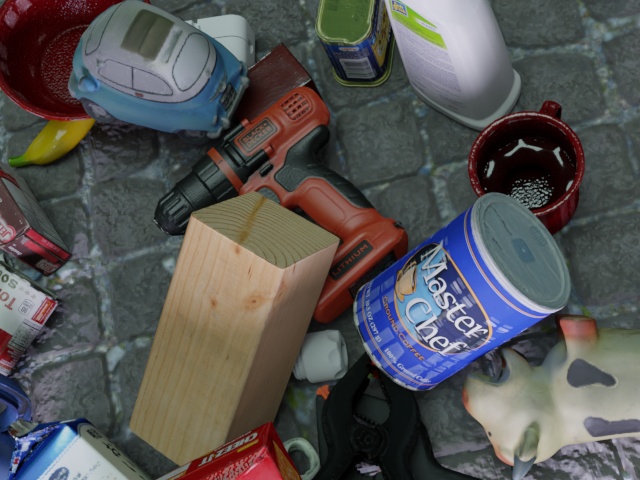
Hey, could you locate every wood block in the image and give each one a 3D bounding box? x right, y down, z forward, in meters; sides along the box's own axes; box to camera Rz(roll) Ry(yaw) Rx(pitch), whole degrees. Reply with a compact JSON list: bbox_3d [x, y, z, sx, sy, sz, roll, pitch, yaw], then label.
[{"bbox_3d":[-0.072,0.077,0.858,0.090,0.090,0.206,30,117,21],"label":"wood block"}]

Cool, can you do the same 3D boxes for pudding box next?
[{"bbox_3d":[-0.292,-0.028,1.008,0.039,0.090,0.113,-36,66,-1],"label":"pudding box"}]

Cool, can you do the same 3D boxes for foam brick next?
[{"bbox_3d":[-0.045,-0.133,0.998,0.078,0.053,0.051,-38,67,-1],"label":"foam brick"}]

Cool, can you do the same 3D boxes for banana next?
[{"bbox_3d":[-0.242,-0.151,1.065,0.070,0.037,0.197,25,80,19],"label":"banana"}]

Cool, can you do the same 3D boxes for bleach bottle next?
[{"bbox_3d":[0.102,-0.179,0.866,0.103,0.250,0.068,32,82,22],"label":"bleach bottle"}]

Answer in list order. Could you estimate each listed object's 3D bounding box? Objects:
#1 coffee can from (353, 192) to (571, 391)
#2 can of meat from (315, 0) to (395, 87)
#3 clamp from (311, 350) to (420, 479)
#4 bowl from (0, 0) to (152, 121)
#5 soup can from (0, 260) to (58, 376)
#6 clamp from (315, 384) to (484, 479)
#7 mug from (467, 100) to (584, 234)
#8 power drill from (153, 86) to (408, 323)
[{"bbox_3d":[0.109,0.042,0.838,0.141,0.102,0.103,-39,62,35],"label":"coffee can"},{"bbox_3d":[0.035,-0.205,0.984,0.057,0.084,0.102,5,73,16],"label":"can of meat"},{"bbox_3d":[0.047,0.169,0.839,0.120,0.039,0.171,14,64,4],"label":"clamp"},{"bbox_3d":[-0.230,-0.179,1.020,0.162,0.055,0.162,0,73,1],"label":"bowl"},{"bbox_3d":[-0.298,0.078,0.986,0.069,0.068,0.102,30,81,22],"label":"soup can"},{"bbox_3d":[0.058,0.207,0.863,0.164,0.036,0.210,-46,65,-4],"label":"clamp"},{"bbox_3d":[0.178,-0.061,0.897,0.093,0.081,0.117,15,76,19],"label":"mug"},{"bbox_3d":[-0.030,-0.021,0.922,0.184,0.057,0.188,-40,70,-2],"label":"power drill"}]
